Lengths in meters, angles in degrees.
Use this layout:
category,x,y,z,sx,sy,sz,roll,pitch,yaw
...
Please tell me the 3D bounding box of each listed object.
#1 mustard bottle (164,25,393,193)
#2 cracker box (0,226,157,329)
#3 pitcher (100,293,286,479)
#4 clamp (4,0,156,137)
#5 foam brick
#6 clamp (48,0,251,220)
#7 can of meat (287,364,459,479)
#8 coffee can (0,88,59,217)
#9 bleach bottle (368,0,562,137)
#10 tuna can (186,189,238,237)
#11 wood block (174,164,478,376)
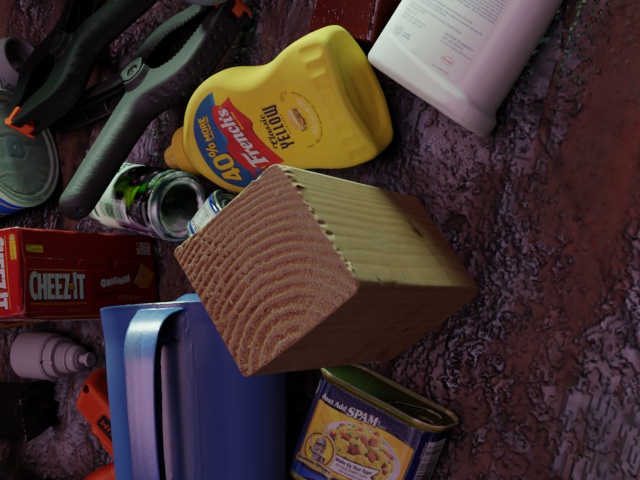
category,x,y,z,sx,sy,sz,roll,pitch,yaw
mustard bottle,-0.045,-0.085,0.795,0.192,0.058,0.096,-15,111,38
cracker box,-0.263,0.038,0.854,0.214,0.164,0.072,-7,85,27
pitcher,-0.087,0.158,0.742,0.145,0.149,0.243,-12,79,56
clamp,-0.197,-0.159,0.874,0.120,0.039,0.171,24,88,52
foam brick,0.032,-0.180,0.777,0.051,0.052,0.078,12,92,27
clamp,-0.145,-0.125,0.855,0.210,0.036,0.165,-45,37,3
can of meat,0.035,0.144,0.753,0.102,0.057,0.084,25,100,27
coffee can,-0.313,-0.059,0.920,0.140,0.102,0.103,-18,79,26
bleach bottle,0.140,-0.201,0.718,0.103,0.068,0.251,39,102,24
tuna can,-0.055,0.001,0.792,0.086,0.086,0.034,45,105,22
wood block,0.013,0.022,0.687,0.090,0.205,0.091,-39,71,20
